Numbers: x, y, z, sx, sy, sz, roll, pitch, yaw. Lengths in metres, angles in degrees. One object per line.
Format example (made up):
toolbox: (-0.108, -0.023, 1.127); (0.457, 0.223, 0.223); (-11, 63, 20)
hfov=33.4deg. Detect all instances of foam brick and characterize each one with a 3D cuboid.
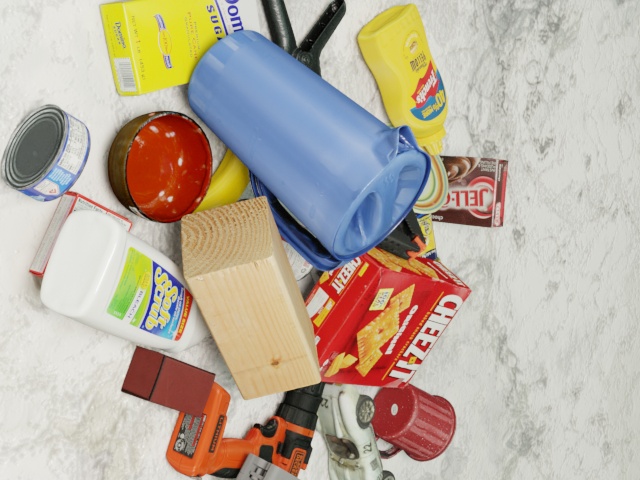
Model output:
foam brick: (-0.160, 0.150, 1.129); (0.078, 0.053, 0.051); (29, 75, -45)

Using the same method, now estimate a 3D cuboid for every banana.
banana: (-0.094, -0.093, 1.164); (0.197, 0.037, 0.069); (-62, 149, -22)

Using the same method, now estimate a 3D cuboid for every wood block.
wood block: (-0.070, 0.064, 1.105); (0.206, 0.091, 0.090); (72, 5, -45)

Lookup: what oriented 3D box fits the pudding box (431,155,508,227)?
pudding box: (0.189, -0.066, 1.412); (0.039, 0.114, 0.090); (-2, 97, -53)

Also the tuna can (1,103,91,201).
tuna can: (-0.250, -0.079, 0.974); (0.033, 0.086, 0.086); (32, 73, -46)

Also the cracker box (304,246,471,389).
cracker box: (0.068, 0.094, 1.282); (0.213, 0.072, 0.164); (15, 113, -51)

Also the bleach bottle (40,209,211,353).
bleach bottle: (-0.170, 0.052, 1.064); (0.250, 0.068, 0.102); (34, 75, -63)

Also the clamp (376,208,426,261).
clamp: (0.038, -0.058, 1.232); (0.210, 0.036, 0.164); (53, 46, 4)

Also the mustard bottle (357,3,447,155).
mustard bottle: (0.115, -0.193, 1.347); (0.096, 0.058, 0.191); (-45, 123, -38)

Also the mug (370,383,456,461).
mug: (0.110, 0.243, 1.410); (0.117, 0.093, 0.081); (-45, 131, 15)

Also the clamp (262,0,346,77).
clamp: (-0.020, -0.212, 1.224); (0.120, 0.039, 0.171); (-3, 101, -34)

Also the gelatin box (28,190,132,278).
gelatin box: (-0.233, 0.005, 1.046); (0.073, 0.030, 0.089); (31, 75, -43)

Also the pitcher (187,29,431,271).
pitcher: (-0.022, -0.094, 1.067); (0.149, 0.243, 0.145); (-46, 157, -5)

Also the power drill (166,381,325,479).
power drill: (-0.077, 0.215, 1.221); (0.187, 0.057, 0.184); (27, 77, -45)

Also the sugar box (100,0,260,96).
sugar box: (-0.137, -0.211, 1.100); (0.175, 0.048, 0.093); (-24, 113, -40)
